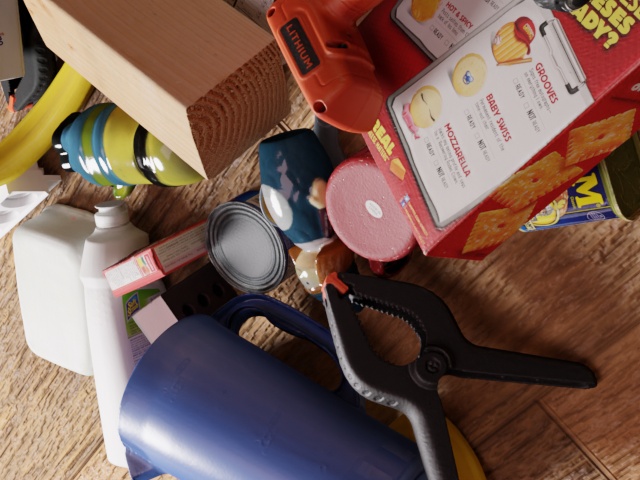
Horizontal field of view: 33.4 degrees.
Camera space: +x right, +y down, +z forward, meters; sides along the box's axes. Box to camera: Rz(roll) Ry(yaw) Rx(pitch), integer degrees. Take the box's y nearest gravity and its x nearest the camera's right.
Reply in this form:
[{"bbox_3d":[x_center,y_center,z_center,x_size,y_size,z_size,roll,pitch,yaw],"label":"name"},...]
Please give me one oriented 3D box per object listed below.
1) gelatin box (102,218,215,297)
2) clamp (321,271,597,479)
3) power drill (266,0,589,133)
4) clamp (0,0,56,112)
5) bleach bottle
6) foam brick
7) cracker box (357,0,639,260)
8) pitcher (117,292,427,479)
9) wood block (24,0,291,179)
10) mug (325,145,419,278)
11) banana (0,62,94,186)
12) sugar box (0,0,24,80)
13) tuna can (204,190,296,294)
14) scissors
[{"bbox_3d":[-0.138,0.013,0.947,0.073,0.089,0.030,-22,97,41],"label":"gelatin box"},{"bbox_3d":[0.077,0.105,0.778,0.210,0.164,0.036,35,161,5],"label":"clamp"},{"bbox_3d":[0.059,-0.152,0.627,0.188,0.057,0.184,-44,52,28],"label":"power drill"},{"bbox_3d":[-0.262,-0.191,0.970,0.120,0.039,0.171,33,132,37],"label":"clamp"},{"bbox_3d":[-0.175,0.084,1.018,0.068,0.102,0.251,3,107,30],"label":"bleach bottle"},{"bbox_3d":[-0.119,0.064,0.967,0.051,0.078,0.053,-35,92,41],"label":"foam brick"},{"bbox_3d":[0.118,-0.114,0.655,0.214,0.071,0.164,-44,58,32],"label":"cracker box"},{"bbox_3d":[-0.028,0.156,0.855,0.243,0.144,0.149,24,118,26],"label":"pitcher"},{"bbox_3d":[-0.129,-0.152,0.823,0.206,0.090,0.090,39,160,25],"label":"wood block"},{"bbox_3d":[0.056,-0.025,0.791,0.093,0.081,0.117,23,124,26],"label":"mug"},{"bbox_3d":[-0.255,-0.109,0.975,0.037,0.069,0.198,44,99,-2],"label":"banana"},{"bbox_3d":[-0.331,-0.213,0.977,0.176,0.048,0.093,32,129,45],"label":"sugar box"},{"bbox_3d":[-0.056,0.001,0.918,0.086,0.033,0.086,16,121,30],"label":"tuna can"},{"bbox_3d":[-0.012,-0.089,0.839,0.096,0.016,0.202,-5,110,15],"label":"scissors"}]
